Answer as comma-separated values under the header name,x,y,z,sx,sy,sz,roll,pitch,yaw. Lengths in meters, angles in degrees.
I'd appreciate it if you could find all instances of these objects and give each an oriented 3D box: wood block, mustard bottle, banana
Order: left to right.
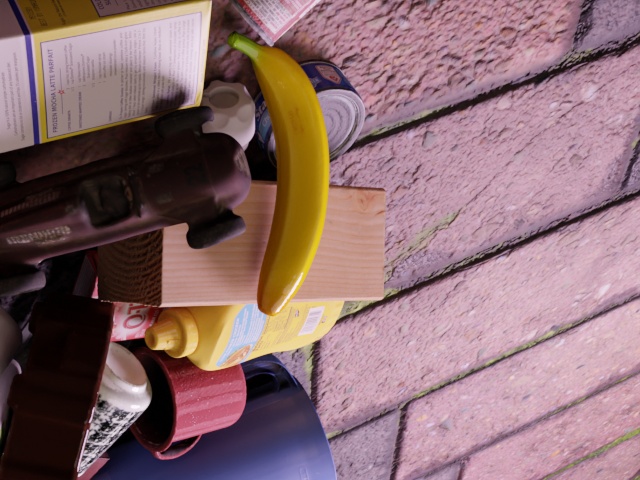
name,x,y,z,sx,sy,sz,roll,pitch,yaw
mustard bottle,-0.066,0.064,0.910,0.191,0.058,0.096,-12,138,-43
wood block,-0.056,0.001,0.806,0.205,0.090,0.091,1,90,-41
banana,-0.025,-0.048,0.745,0.069,0.037,0.198,-11,101,-23

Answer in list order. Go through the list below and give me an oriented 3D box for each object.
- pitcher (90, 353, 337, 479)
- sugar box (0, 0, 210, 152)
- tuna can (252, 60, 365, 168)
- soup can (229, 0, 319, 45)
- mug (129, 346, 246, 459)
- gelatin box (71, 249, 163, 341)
name,x,y,z,sx,sy,sz,roll,pitch,yaw
pitcher,-0.116,0.221,1.045,0.242,0.149,0.145,-18,159,-17
sugar box,-0.157,-0.108,0.651,0.176,0.048,0.093,-14,144,-22
tuna can,-0.010,-0.092,0.805,0.086,0.034,0.086,-22,145,-17
soup can,-0.014,-0.179,0.660,0.102,0.068,0.068,-39,146,8
mug,-0.122,0.145,0.956,0.081,0.093,0.117,-8,119,-40
gelatin box,-0.160,0.044,0.855,0.073,0.030,0.089,-5,138,-36
